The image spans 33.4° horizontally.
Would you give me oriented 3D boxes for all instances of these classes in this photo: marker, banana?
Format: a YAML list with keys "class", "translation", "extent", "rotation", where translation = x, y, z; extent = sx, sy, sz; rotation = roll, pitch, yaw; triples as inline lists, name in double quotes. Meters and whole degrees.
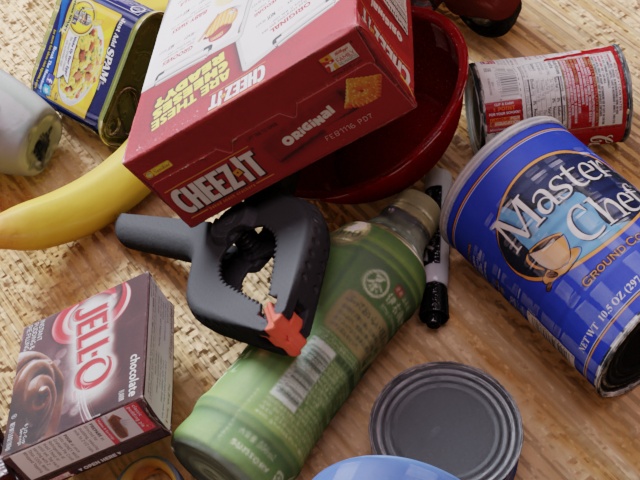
- class: "marker"
  translation: [0.075, 0.004, 0.695]
  extent: [0.020, 0.020, 0.121]
  rotation: [2, 53, 7]
- class: "banana"
  translation: [-0.144, -0.052, 0.733]
  extent: [0.197, 0.069, 0.037]
  rotation: [-52, 26, -22]

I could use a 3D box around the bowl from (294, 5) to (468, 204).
- class: "bowl"
  translation: [0.035, -0.080, 0.720]
  extent: [0.162, 0.055, 0.162]
  rotation: [-19, 49, 23]

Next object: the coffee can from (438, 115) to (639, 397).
- class: "coffee can"
  translation: [0.153, 0.007, 0.633]
  extent: [0.102, 0.103, 0.140]
  rotation: [-31, 57, -17]

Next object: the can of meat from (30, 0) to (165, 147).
- class: "can of meat"
  translation: [-0.155, -0.129, 0.773]
  extent: [0.084, 0.057, 0.102]
  rotation: [29, 103, 27]

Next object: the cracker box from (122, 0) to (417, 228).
- class: "cracker box"
  translation: [-0.026, -0.127, 0.666]
  extent: [0.164, 0.072, 0.213]
  rotation: [-27, 36, 24]

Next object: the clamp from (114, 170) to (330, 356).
- class: "clamp"
  translation: [-0.054, 0.001, 0.646]
  extent: [0.165, 0.036, 0.210]
  rotation: [-33, 37, 13]

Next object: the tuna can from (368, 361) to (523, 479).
- class: "tuna can"
  translation: [0.071, 0.113, 0.605]
  extent: [0.086, 0.034, 0.086]
  rotation: [-3, 53, 4]

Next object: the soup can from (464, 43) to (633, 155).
- class: "soup can"
  translation: [0.154, -0.095, 0.731]
  extent: [0.102, 0.068, 0.068]
  rotation: [-7, 53, 1]

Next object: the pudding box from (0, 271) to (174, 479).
- class: "pudding box"
  translation: [-0.131, 0.079, 0.617]
  extent: [0.090, 0.039, 0.113]
  rotation: [-25, 37, 11]
